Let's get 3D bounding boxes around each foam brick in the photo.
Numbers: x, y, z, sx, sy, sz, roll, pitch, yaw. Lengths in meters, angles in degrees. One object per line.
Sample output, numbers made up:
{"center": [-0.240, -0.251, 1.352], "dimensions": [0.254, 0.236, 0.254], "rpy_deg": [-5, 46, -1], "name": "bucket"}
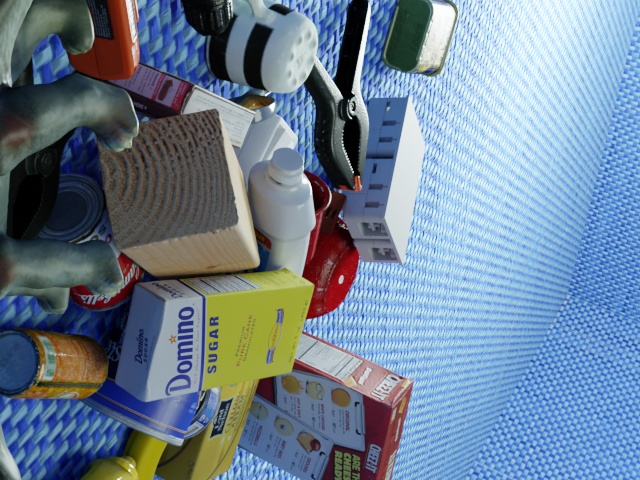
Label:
{"center": [-0.012, -0.041, 1.235], "dimensions": [0.053, 0.051, 0.078], "rpy_deg": [-69, 160, 3], "name": "foam brick"}

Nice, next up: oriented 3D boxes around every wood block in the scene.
{"center": [-0.106, -0.027, 0.845], "dimensions": [0.206, 0.091, 0.090], "rpy_deg": [86, -8, -80], "name": "wood block"}

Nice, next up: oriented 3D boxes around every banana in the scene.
{"center": [-0.170, 0.220, 1.100], "dimensions": [0.069, 0.037, 0.198], "rpy_deg": [9, 103, -31], "name": "banana"}

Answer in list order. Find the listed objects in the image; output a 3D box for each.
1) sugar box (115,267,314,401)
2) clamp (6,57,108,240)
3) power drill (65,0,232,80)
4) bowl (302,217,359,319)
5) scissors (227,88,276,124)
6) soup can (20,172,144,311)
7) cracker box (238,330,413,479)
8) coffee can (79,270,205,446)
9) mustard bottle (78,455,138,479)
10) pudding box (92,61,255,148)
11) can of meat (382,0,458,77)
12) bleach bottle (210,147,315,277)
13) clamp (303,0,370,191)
{"center": [-0.087, 0.078, 0.914], "dimensions": [0.175, 0.048, 0.093], "rpy_deg": [-7, 116, -50], "name": "sugar box"}
{"center": [-0.202, -0.066, 0.761], "dimensions": [0.120, 0.039, 0.171], "rpy_deg": [-2, 110, -62], "name": "clamp"}
{"center": [-0.121, -0.197, 0.777], "dimensions": [0.187, 0.057, 0.184], "rpy_deg": [-62, 155, -43], "name": "power drill"}
{"center": [0.005, 0.039, 1.354], "dimensions": [0.161, 0.055, 0.162], "rpy_deg": [-50, 153, -38], "name": "bowl"}
{"center": [-0.081, -0.131, 1.002], "dimensions": [0.202, 0.096, 0.016], "rpy_deg": [-102, -175, -74], "name": "scissors"}
{"center": [-0.184, 0.002, 0.831], "dimensions": [0.068, 0.069, 0.102], "rpy_deg": [-58, 157, -23], "name": "soup can"}
{"center": [-0.010, 0.197, 1.250], "dimensions": [0.072, 0.214, 0.164], "rpy_deg": [-39, 145, -51], "name": "cracker box"}
{"center": [-0.144, 0.104, 0.982], "dimensions": [0.140, 0.103, 0.102], "rpy_deg": [-65, 159, -9], "name": "coffee can"}
{"center": [-0.218, 0.257, 0.988], "dimensions": [0.096, 0.058, 0.191], "rpy_deg": [-67, 174, 25], "name": "mustard bottle"}
{"center": [-0.116, -0.112, 0.852], "dimensions": [0.113, 0.090, 0.039], "rpy_deg": [6, 106, -68], "name": "pudding box"}
{"center": [0.126, -0.260, 1.350], "dimensions": [0.083, 0.057, 0.102], "rpy_deg": [-14, 123, -62], "name": "can of meat"}
{"center": [-0.057, 0.001, 1.023], "dimensions": [0.068, 0.103, 0.251], "rpy_deg": [-24, 151, -29], "name": "bleach bottle"}
{"center": [0.024, -0.157, 1.177], "dimensions": [0.164, 0.036, 0.210], "rpy_deg": [-48, 135, -45], "name": "clamp"}
